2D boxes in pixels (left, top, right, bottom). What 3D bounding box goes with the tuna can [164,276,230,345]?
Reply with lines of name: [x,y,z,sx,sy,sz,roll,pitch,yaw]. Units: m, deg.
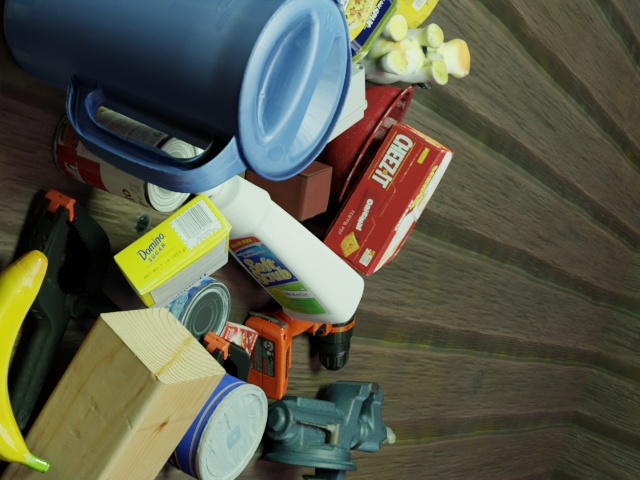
tuna can: [-0.130,0.076,1.096,0.086,0.034,0.086,-40,140,-44]

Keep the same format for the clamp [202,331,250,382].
clamp: [-0.109,0.172,1.132,0.120,0.039,0.171,-52,147,-32]

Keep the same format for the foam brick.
foam brick: [-0.034,-0.059,1.130,0.052,0.078,0.051,-23,126,-54]

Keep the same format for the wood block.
wood block: [-0.186,0.168,0.931,0.206,0.090,0.090,-55,156,18]

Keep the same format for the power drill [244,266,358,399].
power drill: [-0.019,0.114,1.301,0.187,0.057,0.184,-39,136,-48]

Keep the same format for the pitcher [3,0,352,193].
pitcher: [-0.113,-0.131,0.760,0.149,0.243,0.145,-14,120,-57]

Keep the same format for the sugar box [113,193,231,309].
sugar box: [-0.128,0.016,0.941,0.093,0.048,0.176,-36,178,-11]

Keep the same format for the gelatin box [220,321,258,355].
gelatin box: [-0.111,0.134,1.175,0.073,0.030,0.089,25,86,-62]

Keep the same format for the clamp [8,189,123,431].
clamp: [-0.212,0.048,0.927,0.164,0.036,0.210,-31,137,-50]

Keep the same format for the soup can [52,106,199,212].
soup can: [-0.158,-0.069,0.874,0.068,0.102,0.068,-40,141,-44]

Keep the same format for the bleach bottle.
bleach bottle: [-0.057,0.001,1.107,0.250,0.103,0.068,44,61,-43]

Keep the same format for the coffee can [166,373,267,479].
coffee can: [-0.137,0.162,1.028,0.102,0.140,0.103,-40,140,-44]

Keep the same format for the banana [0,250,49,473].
banana: [-0.257,0.101,0.864,0.069,0.037,0.198,-5,112,-25]

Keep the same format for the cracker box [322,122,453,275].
cracker box: [0.084,-0.053,1.268,0.164,0.072,0.213,-60,172,9]

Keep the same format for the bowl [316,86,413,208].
bowl: [0.042,-0.118,1.219,0.162,0.055,0.162,-57,173,-12]
